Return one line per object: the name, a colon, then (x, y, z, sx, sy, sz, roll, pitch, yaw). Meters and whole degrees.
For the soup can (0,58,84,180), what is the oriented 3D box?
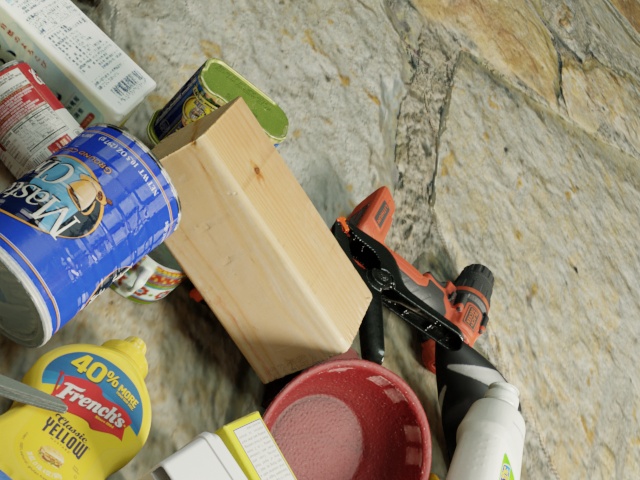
soup can: (-0.232, -0.086, 0.863, 0.102, 0.069, 0.068, 50, 34, -1)

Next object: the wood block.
wood block: (-0.055, 0.001, 0.870, 0.206, 0.090, 0.090, 57, 29, -15)

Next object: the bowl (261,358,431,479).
bowl: (0.008, 0.172, 0.858, 0.161, 0.055, 0.162, -1, 92, -26)

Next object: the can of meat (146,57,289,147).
can of meat: (-0.090, -0.103, 0.962, 0.102, 0.084, 0.057, 36, 36, -19)

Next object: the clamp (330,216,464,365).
clamp: (0.048, 0.051, 1.008, 0.120, 0.039, 0.171, -13, 54, -49)

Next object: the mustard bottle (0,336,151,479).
mustard bottle: (-0.170, 0.127, 0.738, 0.096, 0.058, 0.191, 40, 35, -5)

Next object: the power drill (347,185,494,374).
power drill: (0.107, 0.032, 1.141, 0.187, 0.057, 0.184, 44, 34, -8)

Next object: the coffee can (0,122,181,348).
coffee can: (-0.185, -0.005, 0.770, 0.103, 0.103, 0.140, 48, 55, -3)

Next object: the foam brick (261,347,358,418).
foam brick: (-0.007, 0.121, 0.932, 0.051, 0.053, 0.078, 40, 35, -14)

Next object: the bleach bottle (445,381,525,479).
bleach bottle: (0.131, 0.234, 0.889, 0.102, 0.068, 0.250, 66, 35, -43)
